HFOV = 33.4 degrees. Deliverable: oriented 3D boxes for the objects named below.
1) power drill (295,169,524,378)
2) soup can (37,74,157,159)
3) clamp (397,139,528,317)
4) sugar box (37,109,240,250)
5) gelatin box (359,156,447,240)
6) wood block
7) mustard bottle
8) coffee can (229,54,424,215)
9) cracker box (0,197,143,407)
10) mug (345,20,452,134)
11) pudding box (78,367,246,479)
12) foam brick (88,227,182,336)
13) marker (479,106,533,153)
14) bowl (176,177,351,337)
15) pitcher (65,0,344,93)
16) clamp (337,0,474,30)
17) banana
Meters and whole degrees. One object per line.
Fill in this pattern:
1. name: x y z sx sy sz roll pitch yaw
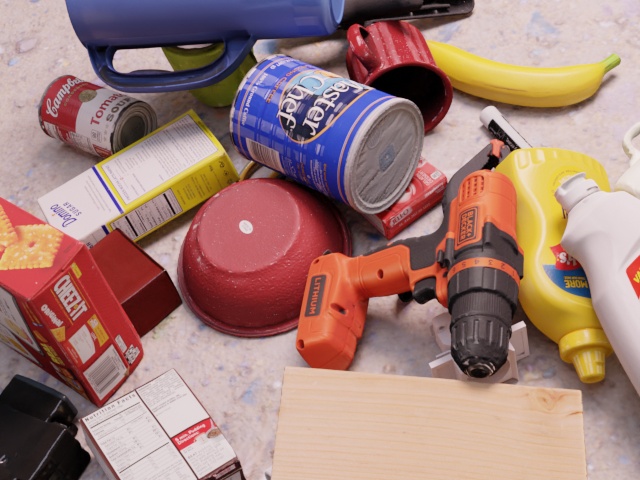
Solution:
1. power drill: 0.070 0.045 0.824 0.188 0.057 0.184 -23 37 33
2. soup can: -0.225 -0.122 1.078 0.102 0.068 0.068 21 61 27
3. clamp: 0.147 -0.008 0.911 0.120 0.039 0.171 17 66 18
4. sugar box: -0.174 -0.048 1.016 0.176 0.048 0.093 -33 42 -6
5. gelatin box: 0.062 -0.053 0.972 0.073 0.030 0.089 -36 52 -12
6. wood block: 0.072 0.155 0.745 0.206 0.090 0.091 4 54 2
7. mustard bottle: 0.197 0.021 0.846 0.096 0.058 0.191 8 59 -23
8. coffee can: 0.005 -0.095 0.935 0.140 0.103 0.102 26 64 33
9. cracker box: -0.264 0.031 0.909 0.214 0.164 0.072 27 62 30
10. mug: 0.063 -0.160 1.004 0.093 0.117 0.081 -36 42 22
11. pudding box: -0.125 0.165 0.842 0.090 0.039 0.114 -28 49 -20
12. foam brick: -0.171 0.037 0.951 0.051 0.053 0.078 -41 53 -17
13. marker: 0.184 -0.080 0.967 0.020 0.020 0.121 -28 51 -8
14. bowl: -0.056 0.001 0.936 0.162 0.055 0.162 -6 58 10
15. pitcher: -0.104 -0.230 0.978 0.243 0.149 0.145 1 39 11
16. clamp: 0.036 -0.230 1.067 0.210 0.164 0.036 -3 97 20
17. banana: 0.181 -0.158 1.021 0.198 0.037 0.069 10 39 20
